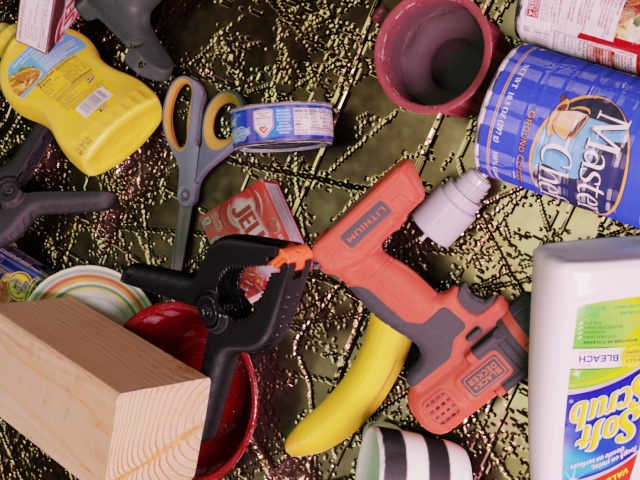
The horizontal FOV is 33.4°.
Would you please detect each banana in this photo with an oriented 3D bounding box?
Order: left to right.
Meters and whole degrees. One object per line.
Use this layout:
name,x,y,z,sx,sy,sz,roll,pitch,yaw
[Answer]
banana,0.033,0.104,0.882,0.070,0.037,0.198,31,102,42

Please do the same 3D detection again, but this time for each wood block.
wood block,-0.195,0.123,0.886,0.206,0.090,0.090,22,107,42

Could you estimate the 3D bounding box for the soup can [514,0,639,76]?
soup can,0.202,-0.164,0.780,0.102,0.068,0.068,22,99,26

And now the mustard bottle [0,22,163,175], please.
mustard bottle,-0.243,-0.148,0.999,0.192,0.058,0.096,40,74,22

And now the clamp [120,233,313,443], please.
clamp,-0.084,0.048,0.849,0.210,0.036,0.164,-46,69,40

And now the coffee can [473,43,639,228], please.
coffee can,0.195,-0.073,0.763,0.140,0.102,0.103,22,99,25

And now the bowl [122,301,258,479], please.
bowl,-0.113,0.133,0.941,0.162,0.055,0.162,0,89,27

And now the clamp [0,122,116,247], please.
clamp,-0.290,-0.054,1.018,0.171,0.039,0.120,-23,68,-3

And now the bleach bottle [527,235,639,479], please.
bleach bottle,0.199,0.126,0.763,0.102,0.068,0.251,-5,106,-9

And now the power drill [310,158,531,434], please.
power drill,0.099,0.031,0.806,0.184,0.057,0.187,-42,93,12

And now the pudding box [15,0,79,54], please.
pudding box,-0.235,-0.238,0.962,0.039,0.090,0.114,21,137,-1

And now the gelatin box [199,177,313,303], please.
gelatin box,-0.056,0.001,0.928,0.073,0.030,0.089,-29,77,23

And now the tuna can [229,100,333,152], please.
tuna can,-0.032,-0.094,0.887,0.086,0.086,0.034,-4,90,27

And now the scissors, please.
scissors,-0.103,-0.050,0.961,0.096,0.016,0.202,-6,87,27

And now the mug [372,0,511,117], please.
mug,0.090,-0.146,0.828,0.117,0.081,0.093,36,105,22

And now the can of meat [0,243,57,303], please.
can of meat,-0.297,0.063,1.035,0.084,0.057,0.102,27,101,22
